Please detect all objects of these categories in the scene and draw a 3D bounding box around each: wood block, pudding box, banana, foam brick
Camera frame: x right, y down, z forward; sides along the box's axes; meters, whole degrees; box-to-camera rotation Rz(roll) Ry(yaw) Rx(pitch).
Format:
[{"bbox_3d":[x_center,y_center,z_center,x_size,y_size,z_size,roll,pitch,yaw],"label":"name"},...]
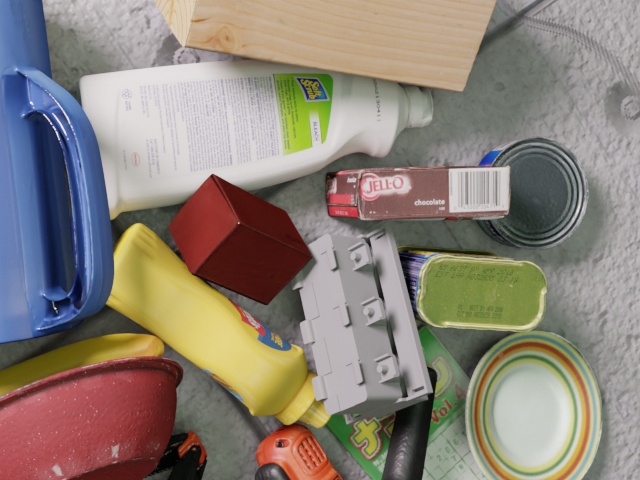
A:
[{"bbox_3d":[0.005,-0.170,0.715,0.205,0.090,0.091,5,119,-26],"label":"wood block"},{"bbox_3d":[0.068,-0.035,0.769,0.113,0.090,0.039,-1,94,-14],"label":"pudding box"},{"bbox_3d":[-0.195,0.104,0.701,0.197,0.070,0.037,-24,107,-6],"label":"banana"},{"bbox_3d":[-0.055,0.001,0.728,0.051,0.053,0.078,-45,137,17],"label":"foam brick"}]

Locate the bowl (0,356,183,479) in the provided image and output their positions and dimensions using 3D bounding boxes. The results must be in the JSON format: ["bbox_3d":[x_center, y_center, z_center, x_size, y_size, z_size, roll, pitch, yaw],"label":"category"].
[{"bbox_3d":[-0.156,0.133,0.681,0.162,0.162,0.055,-19,69,-12],"label":"bowl"}]

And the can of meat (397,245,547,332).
[{"bbox_3d":[0.105,0.036,0.783,0.102,0.084,0.057,4,91,-14],"label":"can of meat"}]

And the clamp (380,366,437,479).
[{"bbox_3d":[0.063,0.210,0.745,0.164,0.036,0.209,57,46,-12],"label":"clamp"}]

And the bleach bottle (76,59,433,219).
[{"bbox_3d":[-0.040,-0.077,0.756,0.250,0.068,0.102,-7,93,-15],"label":"bleach bottle"}]

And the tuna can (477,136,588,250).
[{"bbox_3d":[0.159,-0.036,0.820,0.086,0.034,0.086,0,92,-14],"label":"tuna can"}]

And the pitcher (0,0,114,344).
[{"bbox_3d":[-0.214,-0.056,0.664,0.149,0.145,0.243,-4,96,-16],"label":"pitcher"}]

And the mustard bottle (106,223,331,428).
[{"bbox_3d":[-0.069,0.068,0.736,0.191,0.096,0.058,39,85,-12],"label":"mustard bottle"}]
